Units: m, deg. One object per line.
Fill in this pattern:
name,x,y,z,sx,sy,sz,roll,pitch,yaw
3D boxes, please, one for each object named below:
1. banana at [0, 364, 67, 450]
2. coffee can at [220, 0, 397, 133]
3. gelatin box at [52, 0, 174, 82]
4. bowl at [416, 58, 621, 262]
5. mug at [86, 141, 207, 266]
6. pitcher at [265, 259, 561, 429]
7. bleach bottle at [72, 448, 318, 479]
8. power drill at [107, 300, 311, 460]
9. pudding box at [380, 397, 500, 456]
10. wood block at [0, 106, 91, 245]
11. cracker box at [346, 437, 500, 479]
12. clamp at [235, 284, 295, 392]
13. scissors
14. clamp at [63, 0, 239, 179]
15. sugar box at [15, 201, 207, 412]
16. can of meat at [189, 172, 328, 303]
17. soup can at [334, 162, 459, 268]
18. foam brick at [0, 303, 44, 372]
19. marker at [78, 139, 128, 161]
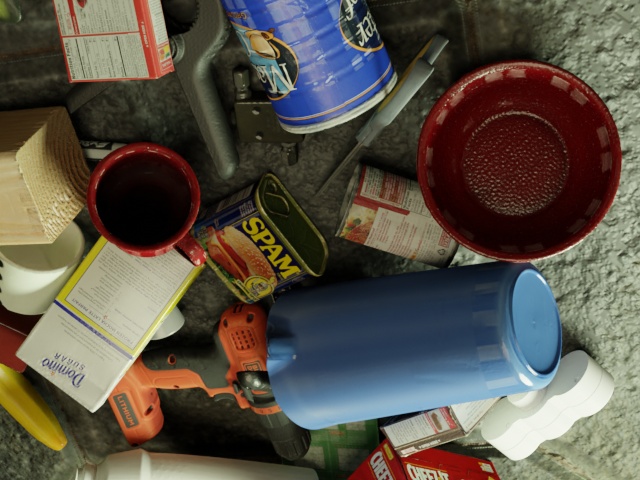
banana,-0.333,0.147,1.112,0.037,0.070,0.197,-36,128,-8
coffee can,-0.013,-0.169,0.822,0.103,0.102,0.140,-16,120,19
gelatin box,-0.167,-0.167,0.857,0.089,0.030,0.073,2,114,25
bowl,0.160,-0.063,0.871,0.162,0.055,0.162,0,91,8
mug,-0.142,-0.022,0.920,0.117,0.081,0.093,42,79,1
pitcher,0.085,0.089,0.936,0.243,0.149,0.145,-13,117,36
bleach bottle,-0.132,0.268,1.106,0.250,0.068,0.103,11,125,-17
power drill,-0.114,0.156,1.082,0.188,0.057,0.184,-13,113,14
pudding box,0.122,0.150,0.999,0.090,0.113,0.039,-31,95,43
wood block,-0.318,-0.053,0.940,0.206,0.090,0.090,-2,123,21
cracker box,0.071,0.307,1.097,0.163,0.072,0.214,20,121,-39
clamp,-0.022,0.132,1.024,0.039,0.120,0.171,-6,129,38
scissors,0.052,-0.106,0.896,0.016,0.096,0.202,37,153,-4
clamp,-0.116,-0.156,0.882,0.164,0.036,0.210,28,122,2
sugar box,-0.191,0.061,0.988,0.093,0.048,0.176,38,96,-1
can of meat,-0.056,0.001,0.973,0.084,0.057,0.102,-26,116,27
soup can,0.071,-0.021,0.930,0.102,0.068,0.069,18,125,-4
foam brick,-0.297,0.081,1.052,0.053,0.078,0.051,28,122,-10
marker,-0.204,-0.081,0.963,0.121,0.020,0.020,5,124,6
